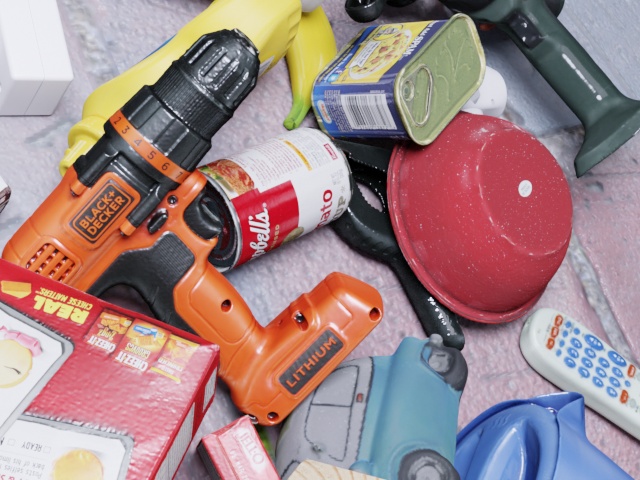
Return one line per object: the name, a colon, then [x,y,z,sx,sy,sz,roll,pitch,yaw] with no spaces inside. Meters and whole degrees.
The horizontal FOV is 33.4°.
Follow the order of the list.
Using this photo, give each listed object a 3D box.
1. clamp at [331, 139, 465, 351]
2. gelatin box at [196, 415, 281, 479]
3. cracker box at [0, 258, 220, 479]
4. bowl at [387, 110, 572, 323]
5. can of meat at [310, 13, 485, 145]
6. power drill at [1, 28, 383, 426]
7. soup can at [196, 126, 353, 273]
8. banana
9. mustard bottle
clamp: [0.058,-0.002,0.751,0.171,0.039,0.120,31,51,-16]
gelatin box: [-0.038,0.137,0.588,0.030,0.089,0.073,-26,81,-15]
cracker box: [-0.165,0.118,0.501,0.164,0.072,0.213,21,55,7]
bowl: [0.125,-0.026,0.748,0.161,0.055,0.162,13,66,-33]
can of meat: [0.053,-0.112,0.748,0.102,0.084,0.057,-49,128,-33]
power drill: [-0.054,0.001,0.601,0.187,0.184,0.057,42,8,-18]
soup can: [-0.037,-0.028,0.684,0.102,0.069,0.068,-26,82,-38]
banana: [-0.039,-0.178,0.776,0.069,0.037,0.198,-25,81,-38]
mustard bottle: [-0.092,-0.092,0.664,0.058,0.096,0.191,46,52,-5]
